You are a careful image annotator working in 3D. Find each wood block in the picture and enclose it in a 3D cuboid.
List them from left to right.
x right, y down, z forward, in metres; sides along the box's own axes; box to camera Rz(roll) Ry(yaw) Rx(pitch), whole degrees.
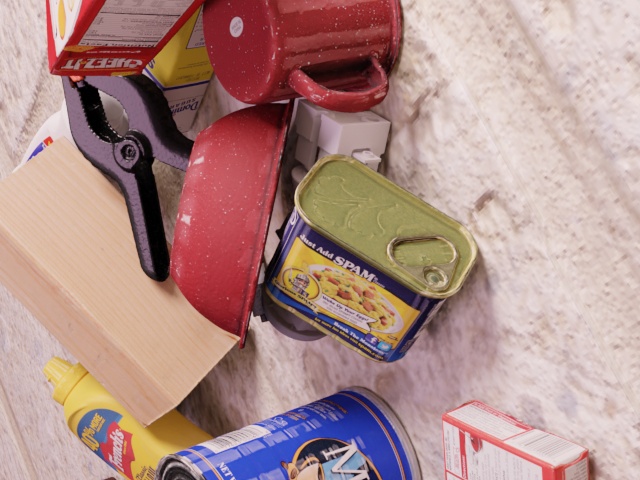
[{"bbox_3d":[-0.167,0.034,0.826,0.206,0.090,0.090,46,147,-3],"label":"wood block"}]

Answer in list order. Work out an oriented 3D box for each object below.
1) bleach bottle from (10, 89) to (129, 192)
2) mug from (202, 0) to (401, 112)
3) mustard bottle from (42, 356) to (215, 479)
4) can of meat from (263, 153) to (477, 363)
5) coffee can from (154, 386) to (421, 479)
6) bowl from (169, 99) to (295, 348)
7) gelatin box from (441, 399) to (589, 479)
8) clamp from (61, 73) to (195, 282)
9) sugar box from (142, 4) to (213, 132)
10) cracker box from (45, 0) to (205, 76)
[{"bbox_3d":[-0.210,-0.071,0.915,0.102,0.068,0.251,62,153,7],"label":"bleach bottle"},{"bbox_3d":[-0.008,-0.114,0.600,0.117,0.081,0.093,57,144,26],"label":"mug"},{"bbox_3d":[-0.154,0.162,0.892,0.191,0.058,0.096,38,138,7],"label":"mustard bottle"},{"bbox_3d":[0.024,0.014,0.602,0.102,0.057,0.084,32,140,4],"label":"can of meat"},{"bbox_3d":[-0.021,0.163,0.682,0.103,0.140,0.103,29,126,49],"label":"coffee can"},{"bbox_3d":[-0.057,-0.017,0.661,0.162,0.055,0.162,-170,91,-87],"label":"bowl"},{"bbox_3d":[0.106,0.135,0.581,0.089,0.030,0.073,17,119,53],"label":"gelatin box"},{"bbox_3d":[-0.118,-0.066,0.763,0.120,0.039,0.171,-30,95,19],"label":"clamp"},{"bbox_3d":[-0.109,-0.162,0.769,0.093,0.048,0.176,60,144,21],"label":"sugar box"},{"bbox_3d":[-0.111,-0.202,0.615,0.214,0.072,0.164,161,106,-65],"label":"cracker box"}]
